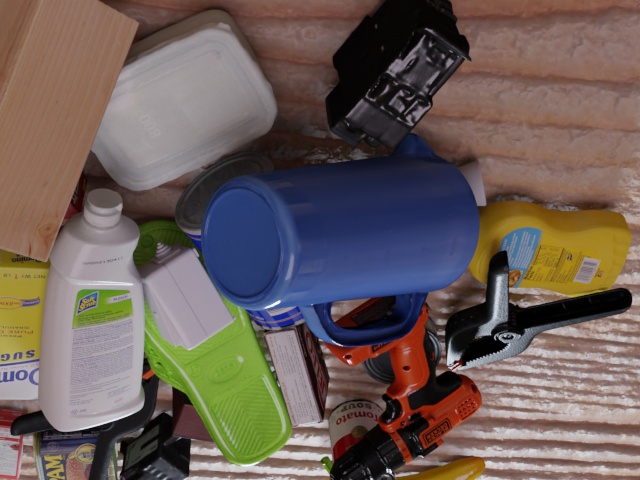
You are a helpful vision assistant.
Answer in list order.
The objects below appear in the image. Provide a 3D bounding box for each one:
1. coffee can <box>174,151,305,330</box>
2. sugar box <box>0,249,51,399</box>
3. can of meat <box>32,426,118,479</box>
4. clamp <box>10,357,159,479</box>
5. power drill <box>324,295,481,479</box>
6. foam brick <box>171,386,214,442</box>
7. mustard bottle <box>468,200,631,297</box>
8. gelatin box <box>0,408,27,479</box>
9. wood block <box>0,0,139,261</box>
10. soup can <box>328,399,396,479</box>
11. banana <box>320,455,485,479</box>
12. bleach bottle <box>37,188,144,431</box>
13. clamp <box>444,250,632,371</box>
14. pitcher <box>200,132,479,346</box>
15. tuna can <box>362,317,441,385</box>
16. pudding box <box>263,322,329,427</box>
[{"bbox_3d":[-0.057,0.001,1.004,0.103,0.103,0.140,-25,125,13],"label":"coffee can"},{"bbox_3d":[-0.294,0.078,0.999,0.093,0.048,0.176,2,128,-16],"label":"sugar box"},{"bbox_3d":[-0.272,0.243,1.197,0.084,0.057,0.102,-2,127,-6],"label":"can of meat"},{"bbox_3d":[-0.241,0.181,1.127,0.120,0.039,0.171,36,97,-19],"label":"clamp"},{"bbox_3d":[0.066,0.152,1.081,0.184,0.057,0.187,-33,126,-15],"label":"power drill"},{"bbox_3d":[-0.128,0.168,1.140,0.053,0.078,0.051,12,124,-16],"label":"foam brick"},{"bbox_3d":[0.202,0.006,1.058,0.191,0.058,0.096,7,132,-10],"label":"mustard bottle"},{"bbox_3d":[-0.369,0.224,1.190,0.073,0.030,0.089,9,125,-10],"label":"gelatin box"},{"bbox_3d":[-0.237,-0.100,0.848,0.090,0.090,0.206,22,89,-46],"label":"wood block"},{"bbox_3d":[0.045,0.236,1.190,0.068,0.102,0.068,-2,127,-3],"label":"soup can"},{"bbox_3d":[0.098,0.291,1.276,0.197,0.037,0.070,0,128,-5],"label":"banana"},{"bbox_3d":[-0.197,0.060,0.958,0.102,0.068,0.251,-14,136,-33],"label":"bleach bottle"},{"bbox_3d":[0.202,0.083,1.091,0.164,0.036,0.210,13,145,-18],"label":"clamp"},{"bbox_3d":[0.018,0.003,0.918,0.242,0.149,0.145,-8,148,-48],"label":"pitcher"},{"bbox_3d":[0.085,0.113,1.144,0.086,0.034,0.086,-2,127,-3],"label":"tuna can"},{"bbox_3d":[-0.022,0.120,1.090,0.039,0.090,0.113,-14,111,9],"label":"pudding box"}]
